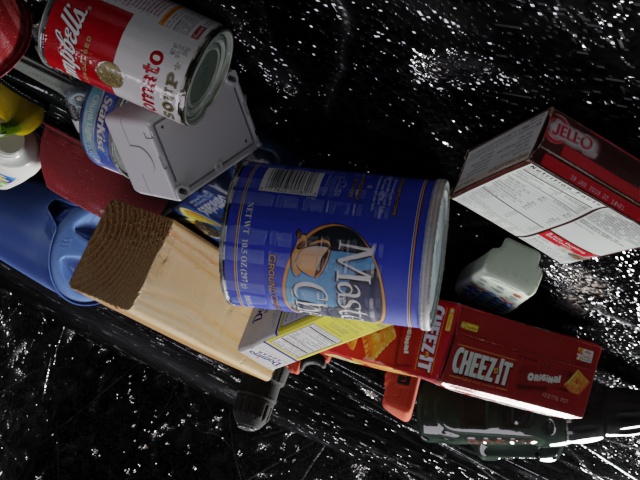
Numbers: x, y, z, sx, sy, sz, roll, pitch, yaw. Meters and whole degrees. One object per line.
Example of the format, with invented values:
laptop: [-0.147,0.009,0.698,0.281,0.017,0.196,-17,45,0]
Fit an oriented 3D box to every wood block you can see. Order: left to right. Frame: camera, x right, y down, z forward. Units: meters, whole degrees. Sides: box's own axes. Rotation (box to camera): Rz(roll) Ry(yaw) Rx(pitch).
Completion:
wood block: [-0.120,0.050,0.999,0.091,0.090,0.205,17,167,39]

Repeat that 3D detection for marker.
marker: [-0.202,-0.131,0.827,0.020,0.020,0.121,19,149,27]

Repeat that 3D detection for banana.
banana: [-0.308,-0.135,0.990,0.069,0.037,0.198,6,-164,-46]

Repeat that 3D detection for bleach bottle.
bleach bottle: [-0.342,-0.099,1.109,0.102,0.068,0.251,28,171,-19]

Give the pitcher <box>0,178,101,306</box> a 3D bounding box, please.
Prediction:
pitcher: [-0.347,-0.004,1.368,0.243,0.149,0.144,19,-164,42]

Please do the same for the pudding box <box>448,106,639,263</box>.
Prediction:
pudding box: [0.136,-0.028,0.607,0.090,0.039,0.114,30,164,-10]

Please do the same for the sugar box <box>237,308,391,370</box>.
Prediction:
sugar box: [0.005,0.043,0.882,0.048,0.093,0.177,32,148,-20]

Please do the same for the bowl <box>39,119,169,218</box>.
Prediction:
bowl: [-0.213,-0.054,1.037,0.162,0.055,0.162,29,178,1]

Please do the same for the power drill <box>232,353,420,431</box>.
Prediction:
power drill: [0.013,0.130,1.126,0.188,0.184,0.057,15,165,8]

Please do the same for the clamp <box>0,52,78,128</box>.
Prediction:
clamp: [-0.217,-0.118,0.923,0.171,0.039,0.120,32,162,-22]

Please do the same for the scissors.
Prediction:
scissors: [-0.186,-0.100,0.836,0.201,0.016,0.096,16,140,-19]

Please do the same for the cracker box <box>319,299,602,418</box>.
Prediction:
cracker box: [0.103,0.091,0.923,0.164,0.072,0.214,17,176,-32]

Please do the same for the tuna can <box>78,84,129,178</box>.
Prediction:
tuna can: [-0.135,-0.090,0.777,0.034,0.086,0.086,22,165,26]

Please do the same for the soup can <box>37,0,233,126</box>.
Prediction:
soup can: [-0.114,-0.120,0.666,0.102,0.068,0.068,24,166,9]

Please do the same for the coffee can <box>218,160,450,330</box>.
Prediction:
coffee can: [0.012,0.002,0.730,0.140,0.103,0.103,6,161,11]
